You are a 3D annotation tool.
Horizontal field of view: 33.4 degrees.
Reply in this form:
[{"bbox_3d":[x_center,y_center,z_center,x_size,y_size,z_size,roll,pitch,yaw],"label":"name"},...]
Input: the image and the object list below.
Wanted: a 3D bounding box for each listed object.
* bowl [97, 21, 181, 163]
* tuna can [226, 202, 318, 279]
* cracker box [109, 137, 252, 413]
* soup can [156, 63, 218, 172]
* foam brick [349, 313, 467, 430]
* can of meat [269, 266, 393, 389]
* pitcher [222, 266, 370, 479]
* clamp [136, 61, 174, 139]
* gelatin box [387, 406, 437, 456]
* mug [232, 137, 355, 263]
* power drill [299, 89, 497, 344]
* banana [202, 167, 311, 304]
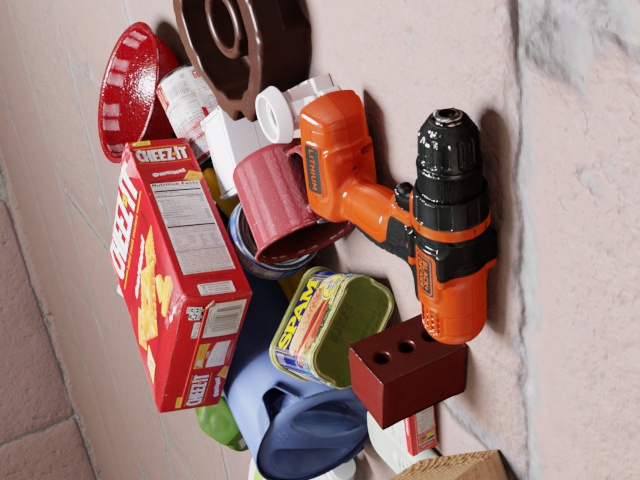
[{"bbox_3d":[-0.197,-0.163,1.213,0.162,0.055,0.162,-19,66,53],"label":"bowl"},{"bbox_3d":[-0.041,-0.009,0.985,0.086,0.086,0.034,66,158,7],"label":"tuna can"},{"bbox_3d":[-0.144,0.031,1.031,0.164,0.072,0.214,109,146,-42],"label":"cracker box"},{"bbox_3d":[-0.118,-0.123,1.090,0.102,0.068,0.069,64,159,14],"label":"soup can"},{"bbox_3d":[0.068,0.100,0.833,0.053,0.078,0.051,48,153,44],"label":"foam brick"},{"bbox_3d":[0.010,0.076,0.927,0.057,0.102,0.084,30,169,-22],"label":"can of meat"},{"bbox_3d":[-0.046,0.119,1.086,0.243,0.144,0.149,55,143,41],"label":"pitcher"},{"bbox_3d":[-0.203,-0.135,1.329,0.120,0.039,0.171,0,110,69],"label":"clamp"},{"bbox_3d":[0.066,0.133,0.936,0.089,0.030,0.073,44,150,48],"label":"gelatin box"},{"bbox_3d":[-0.023,-0.040,0.909,0.081,0.093,0.117,68,157,15],"label":"mug"},{"bbox_3d":[0.053,-0.038,0.763,0.188,0.057,0.184,45,149,47],"label":"power drill"},{"bbox_3d":[-0.049,0.007,1.050,0.198,0.037,0.069,55,-170,19],"label":"banana"}]
